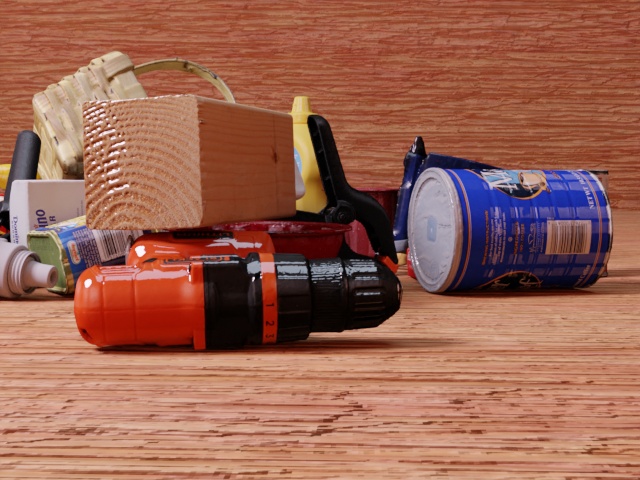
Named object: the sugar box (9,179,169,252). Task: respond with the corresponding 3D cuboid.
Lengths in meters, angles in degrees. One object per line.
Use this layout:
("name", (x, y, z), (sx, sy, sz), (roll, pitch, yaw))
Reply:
("sugar box", (-0.191, -0.010, 0.969), (0.175, 0.093, 0.048), (-2, 3, -35))

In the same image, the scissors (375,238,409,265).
("scissors", (0.113, 0.004, 1.049), (0.096, 0.016, 0.202), (7, -11, -15))

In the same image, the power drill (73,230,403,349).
("power drill", (-0.055, 0.026, 0.668), (0.184, 0.057, 0.188), (0, 4, -8))

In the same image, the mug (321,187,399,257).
("mug", (0.060, -0.020, 1.233), (0.117, 0.081, 0.093), (0, 3, 2))

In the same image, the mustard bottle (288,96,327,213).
("mustard bottle", (-0.024, -0.080, 1.308), (0.058, 0.191, 0.096), (-1, 4, -24))

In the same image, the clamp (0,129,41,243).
("clamp", (-0.309, -0.012, 1.039), (0.036, 0.164, 0.210), (34, 5, -34))

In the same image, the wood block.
("wood block", (-0.092, -0.057, 0.818), (0.090, 0.091, 0.205), (-1, 2, 17))

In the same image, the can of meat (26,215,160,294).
("can of meat", (-0.186, 0.006, 0.877), (0.083, 0.057, 0.102), (-19, 9, -27))

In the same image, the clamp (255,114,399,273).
("clamp", (0.016, -0.035, 1.017), (0.171, 0.120, 0.039), (34, -2, -24))

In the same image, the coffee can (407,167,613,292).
("coffee can", (0.156, -0.009, 0.893), (0.140, 0.103, 0.103), (-1, 4, -16))

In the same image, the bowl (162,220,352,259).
("bowl", (-0.054, 0.014, 0.898), (0.162, 0.055, 0.162), (0, 3, 0))
